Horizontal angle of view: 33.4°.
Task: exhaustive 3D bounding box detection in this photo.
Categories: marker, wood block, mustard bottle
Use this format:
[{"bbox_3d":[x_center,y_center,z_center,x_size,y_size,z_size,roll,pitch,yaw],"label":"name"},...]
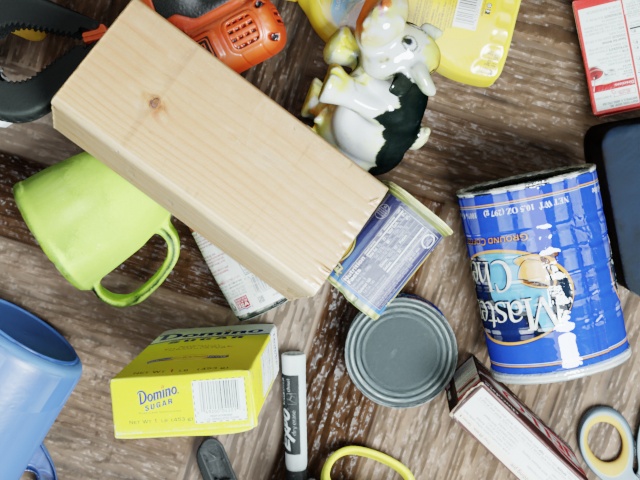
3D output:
[{"bbox_3d":[-0.020,0.148,0.841,0.020,0.020,0.121,-1,96,3],"label":"marker"},{"bbox_3d":[-0.069,-0.057,0.722,0.206,0.090,0.090,37,78,-7],"label":"wood block"},{"bbox_3d":[0.047,-0.180,0.785,0.191,0.058,0.096,14,90,1],"label":"mustard bottle"}]

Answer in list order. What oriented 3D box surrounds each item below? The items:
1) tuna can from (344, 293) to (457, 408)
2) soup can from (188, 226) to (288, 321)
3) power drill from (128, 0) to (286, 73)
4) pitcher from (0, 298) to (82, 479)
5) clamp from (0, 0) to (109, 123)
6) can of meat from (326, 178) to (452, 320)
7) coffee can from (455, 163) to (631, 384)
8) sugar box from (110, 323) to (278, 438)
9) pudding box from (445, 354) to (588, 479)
[{"bbox_3d":[0.062,0.084,0.823,0.086,0.033,0.086,0,96,3],"label":"tuna can"},{"bbox_3d":[-0.055,0.001,0.804,0.068,0.068,0.102,-27,94,5],"label":"soup can"},{"bbox_3d":[-0.139,-0.186,0.794,0.184,0.057,0.187,-24,95,12],"label":"power drill"},{"bbox_3d":[-0.280,0.171,0.813,0.145,0.149,0.243,35,93,14],"label":"pitcher"},{"bbox_3d":[-0.255,-0.134,0.761,0.210,0.036,0.164,-19,93,2],"label":"clamp"},{"bbox_3d":[0.042,0.006,0.778,0.057,0.102,0.084,39,91,-8],"label":"can of meat"},{"bbox_3d":[0.162,0.023,0.777,0.103,0.103,0.140,-12,95,4],"label":"coffee can"},{"bbox_3d":[-0.083,0.095,0.761,0.093,0.176,0.048,-3,98,3],"label":"sugar box"},{"bbox_3d":[0.145,0.144,0.797,0.113,0.090,0.039,41,97,-1],"label":"pudding box"}]
